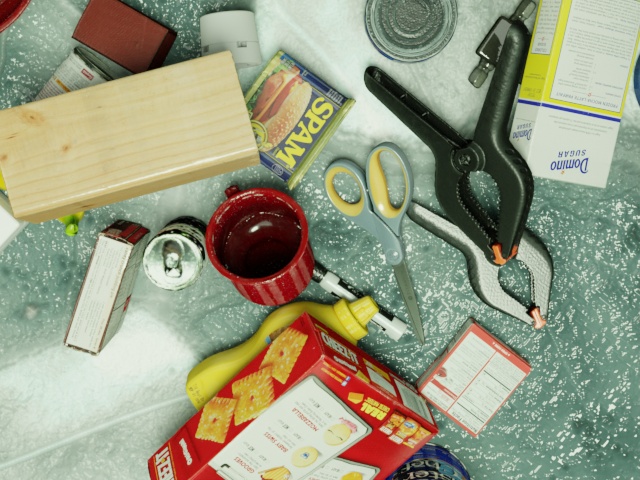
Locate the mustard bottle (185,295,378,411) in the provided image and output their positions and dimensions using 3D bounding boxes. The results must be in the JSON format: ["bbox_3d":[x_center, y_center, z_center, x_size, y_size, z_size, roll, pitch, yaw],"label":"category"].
[{"bbox_3d":[-0.027,0.113,1.006,0.192,0.058,0.096,-36,105,10],"label":"mustard bottle"}]

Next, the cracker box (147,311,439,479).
[{"bbox_3d":[-0.026,0.185,0.972,0.214,0.072,0.164,-43,126,15],"label":"cracker box"}]

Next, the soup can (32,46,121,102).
[{"bbox_3d":[-0.230,-0.119,0.984,0.068,0.068,0.102,40,97,-3],"label":"soup can"}]

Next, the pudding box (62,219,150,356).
[{"bbox_3d":[-0.198,0.042,0.994,0.039,0.090,0.113,18,99,-1],"label":"pudding box"}]

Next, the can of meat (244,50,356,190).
[{"bbox_3d":[-0.030,-0.112,0.983,0.084,0.057,0.102,36,97,0],"label":"can of meat"}]

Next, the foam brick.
[{"bbox_3d":[-0.179,-0.188,0.980,0.078,0.053,0.051,30,98,-2],"label":"foam brick"}]

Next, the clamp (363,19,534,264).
[{"bbox_3d":[0.141,-0.083,0.936,0.165,0.036,0.210,-20,98,41],"label":"clamp"}]

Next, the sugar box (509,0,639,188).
[{"bbox_3d":[0.229,-0.141,0.961,0.093,0.048,0.176,8,101,-24],"label":"sugar box"}]

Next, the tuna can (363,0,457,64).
[{"bbox_3d":[0.082,-0.205,0.976,0.086,0.033,0.086,0,98,2],"label":"tuna can"}]

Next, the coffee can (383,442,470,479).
[{"bbox_3d":[0.097,0.257,0.986,0.103,0.140,0.103,0,98,2],"label":"coffee can"}]

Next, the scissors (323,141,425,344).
[{"bbox_3d":[0.052,0.003,1.013,0.096,0.016,0.202,6,113,23],"label":"scissors"}]

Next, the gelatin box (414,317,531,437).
[{"bbox_3d":[0.145,0.131,1.023,0.073,0.030,0.089,38,98,-4],"label":"gelatin box"}]

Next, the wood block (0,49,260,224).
[{"bbox_3d":[-0.162,-0.085,0.907,0.206,0.091,0.090,-15,88,-3],"label":"wood block"}]

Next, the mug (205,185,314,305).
[{"bbox_3d":[-0.056,0.001,0.979,0.093,0.081,0.117,-31,66,-4],"label":"mug"}]

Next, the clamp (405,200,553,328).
[{"bbox_3d":[0.173,-0.002,0.999,0.120,0.039,0.171,-37,92,12],"label":"clamp"}]

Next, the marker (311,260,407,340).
[{"bbox_3d":[0.029,0.054,1.022,0.121,0.020,0.020,36,98,-3],"label":"marker"}]
